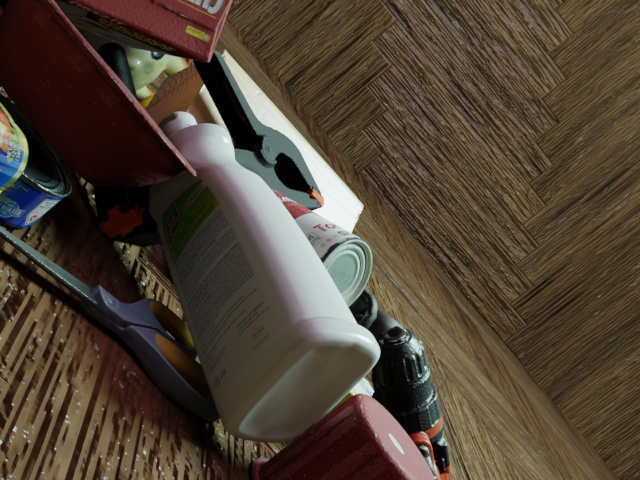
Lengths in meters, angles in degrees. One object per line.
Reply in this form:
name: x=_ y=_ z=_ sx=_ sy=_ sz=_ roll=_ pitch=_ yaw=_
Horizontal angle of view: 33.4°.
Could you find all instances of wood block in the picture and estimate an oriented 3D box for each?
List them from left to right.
wood block: x=-0.066 y=-0.061 z=0.984 sx=0.206 sy=0.091 sz=0.090 roll=47 pitch=50 yaw=-27

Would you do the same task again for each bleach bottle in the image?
bleach bottle: x=-0.054 y=0.001 z=0.685 sx=0.068 sy=0.103 sz=0.251 roll=19 pitch=34 yaw=-42

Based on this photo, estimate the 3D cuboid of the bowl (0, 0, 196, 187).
bowl: x=-0.147 y=-0.086 z=0.648 sx=0.162 sy=0.055 sz=0.162 roll=50 pitch=-2 yaw=2

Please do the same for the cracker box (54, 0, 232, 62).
cracker box: x=-0.174 y=-0.199 z=0.792 sx=0.164 sy=0.072 sz=0.214 roll=20 pitch=2 yaw=-27

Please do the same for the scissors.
scissors: x=-0.124 y=0.033 z=0.626 sx=0.201 sy=0.016 sz=0.096 roll=47 pitch=7 yaw=-26

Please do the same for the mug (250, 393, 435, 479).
mug: x=0.018 y=0.146 z=0.665 sx=0.093 sy=0.081 sz=0.117 roll=50 pitch=8 yaw=-8

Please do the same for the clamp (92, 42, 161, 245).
clamp: x=-0.132 y=-0.047 z=0.819 sx=0.164 sy=0.036 sz=0.210 roll=59 pitch=11 yaw=-29

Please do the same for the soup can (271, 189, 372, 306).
soup can: x=-0.018 y=0.009 z=0.846 sx=0.102 sy=0.068 sz=0.068 roll=30 pitch=-6 yaw=37

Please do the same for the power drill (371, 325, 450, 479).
power drill: x=0.078 y=0.175 z=0.743 sx=0.187 sy=0.057 sz=0.184 roll=-104 pitch=-179 yaw=-63

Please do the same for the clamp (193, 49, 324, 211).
clamp: x=-0.059 y=-0.082 z=0.901 sx=0.171 sy=0.039 sz=0.120 roll=34 pitch=55 yaw=-45

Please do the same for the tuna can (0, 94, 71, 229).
tuna can: x=-0.183 y=-0.048 z=0.604 sx=0.086 sy=0.034 sz=0.086 roll=50 pitch=8 yaw=-10
